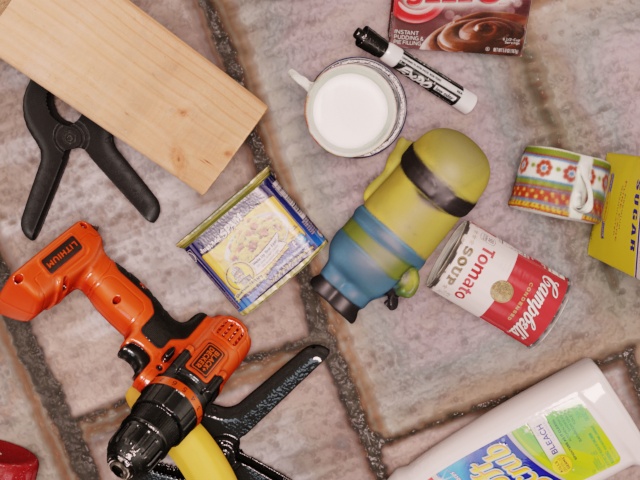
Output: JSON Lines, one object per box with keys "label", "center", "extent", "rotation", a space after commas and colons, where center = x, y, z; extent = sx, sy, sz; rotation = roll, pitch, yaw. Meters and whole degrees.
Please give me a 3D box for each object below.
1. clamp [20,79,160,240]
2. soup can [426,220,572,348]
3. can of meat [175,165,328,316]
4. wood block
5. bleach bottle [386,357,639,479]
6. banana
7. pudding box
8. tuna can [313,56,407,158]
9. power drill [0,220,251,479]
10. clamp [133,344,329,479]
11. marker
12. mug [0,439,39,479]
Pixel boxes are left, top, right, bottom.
{"label": "clamp", "center": [-0.217, -0.081, 0.908], "extent": [0.120, 0.039, 0.171], "rotation": [-18, 97, -2]}
{"label": "soup can", "center": [0.149, 0.036, 0.893], "extent": [0.102, 0.068, 0.068], "rotation": [31, 95, 0]}
{"label": "can of meat", "center": [-0.056, 0.001, 0.902], "extent": [0.102, 0.057, 0.084], "rotation": [-40, 95, 5]}
{"label": "wood block", "center": [-0.155, -0.137, 0.832], "extent": [0.205, 0.091, 0.090], "rotation": [35, 95, -28]}
{"label": "bleach bottle", "center": [0.148, 0.204, 0.913], "extent": [0.251, 0.068, 0.102], "rotation": [-33, 93, 7]}
{"label": "banana", "center": [-0.103, 0.207, 0.895], "extent": [0.070, 0.037, 0.198], "rotation": [-18, 93, 8]}
{"label": "pudding box", "center": [0.115, -0.201, 0.868], "extent": [0.113, 0.039, 0.090], "rotation": [3, 127, 0]}
{"label": "tuna can", "center": [0.030, -0.111, 0.899], "extent": [0.086, 0.034, 0.086], "rotation": [0, 95, 2]}
{"label": "power drill", "center": [-0.166, 0.083, 0.863], "extent": [0.187, 0.184, 0.057], "rotation": [39, 129, 0]}
{"label": "clamp", "center": [-0.078, 0.171, 0.927], "extent": [0.210, 0.036, 0.164], "rotation": [0, 97, 4]}
{"label": "marker", "center": [0.078, -0.141, 0.882], "extent": [0.121, 0.020, 0.020], "rotation": [28, 96, -21]}
{"label": "mug", "center": [-0.300, 0.215, 0.921], "extent": [0.117, 0.093, 0.081], "rotation": [16, 91, 37]}
